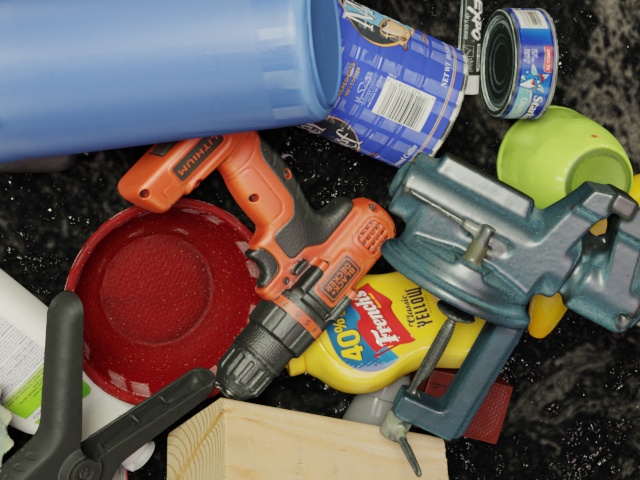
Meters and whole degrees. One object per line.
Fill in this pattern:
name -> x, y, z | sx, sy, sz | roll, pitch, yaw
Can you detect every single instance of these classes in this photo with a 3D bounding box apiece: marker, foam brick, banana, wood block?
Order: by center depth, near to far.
wood block -> -0.007, 0.192, 0.823 | 0.205, 0.091, 0.090 | 16, 55, -30
marker -> 0.119, -0.177, 0.845 | 0.020, 0.020, 0.121 | -1, 103, -12
foam brick -> 0.112, 0.131, 0.897 | 0.078, 0.051, 0.053 | 15, 98, -15
banana -> 0.242, 0.000, 0.903 | 0.198, 0.037, 0.069 | -39, 107, -2

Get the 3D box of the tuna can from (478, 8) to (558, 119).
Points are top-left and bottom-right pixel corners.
tuna can -> 0.152, -0.137, 0.826 | 0.033, 0.086, 0.086 | -1, 103, -11

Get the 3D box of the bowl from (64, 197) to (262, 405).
bowl -> -0.119, 0.044, 0.817 | 0.162, 0.055, 0.162 | -4, 101, -20

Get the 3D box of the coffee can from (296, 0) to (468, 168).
coffee can -> 0.024, -0.122, 0.793 | 0.140, 0.103, 0.103 | 21, 97, -16

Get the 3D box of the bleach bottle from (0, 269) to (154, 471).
bleach bottle -> -0.232, 0.097, 0.809 | 0.102, 0.068, 0.250 | -43, 111, 8

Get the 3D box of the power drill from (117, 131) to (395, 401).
power drill -> -0.055, 0.001, 0.773 | 0.184, 0.057, 0.187 | -50, 116, -13

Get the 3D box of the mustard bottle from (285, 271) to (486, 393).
mustard bottle -> 0.043, 0.070, 0.852 | 0.191, 0.058, 0.096 | -14, 67, -8

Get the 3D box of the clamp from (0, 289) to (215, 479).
clamp -> -0.163, 0.151, 0.737 | 0.164, 0.036, 0.210 | 29, 85, -49

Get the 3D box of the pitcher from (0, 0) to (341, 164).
pitcher -> -0.112, -0.128, 0.688 | 0.243, 0.145, 0.149 | -3, 81, 13
